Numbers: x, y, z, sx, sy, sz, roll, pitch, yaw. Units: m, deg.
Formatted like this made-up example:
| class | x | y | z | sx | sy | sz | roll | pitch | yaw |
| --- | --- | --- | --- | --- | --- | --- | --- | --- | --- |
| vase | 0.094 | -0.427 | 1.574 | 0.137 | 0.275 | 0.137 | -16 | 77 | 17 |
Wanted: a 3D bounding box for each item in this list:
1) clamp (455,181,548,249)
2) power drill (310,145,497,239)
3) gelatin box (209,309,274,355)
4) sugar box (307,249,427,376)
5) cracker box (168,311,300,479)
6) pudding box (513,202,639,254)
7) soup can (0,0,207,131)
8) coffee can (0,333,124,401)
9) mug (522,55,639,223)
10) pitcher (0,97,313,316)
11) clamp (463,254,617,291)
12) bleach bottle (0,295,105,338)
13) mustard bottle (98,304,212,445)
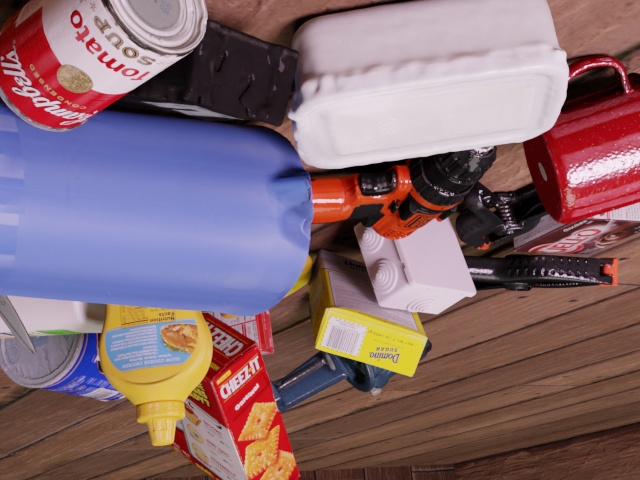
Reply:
| class | x | y | z | sx | sy | sz | roll | pitch | yaw |
| --- | --- | --- | --- | --- | --- | --- | --- | --- | --- |
| clamp | 0.159 | -0.025 | 0.954 | 0.120 | 0.039 | 0.172 | 1 | 161 | -18 |
| power drill | 0.023 | -0.042 | 0.818 | 0.187 | 0.057 | 0.185 | -1 | 162 | -19 |
| gelatin box | -0.097 | 0.097 | 1.191 | 0.089 | 0.073 | 0.030 | -16 | 161 | 26 |
| sugar box | 0.039 | 0.064 | 0.995 | 0.093 | 0.048 | 0.176 | 18 | -168 | -7 |
| cracker box | -0.116 | 0.164 | 1.115 | 0.164 | 0.072 | 0.213 | 26 | 143 | 37 |
| pudding box | 0.248 | -0.018 | 1.008 | 0.089 | 0.039 | 0.114 | 1 | 161 | -24 |
| soup can | -0.115 | -0.105 | 0.549 | 0.102 | 0.068 | 0.068 | -22 | 157 | 40 |
| coffee can | -0.257 | 0.112 | 1.127 | 0.103 | 0.103 | 0.140 | -13 | 162 | 19 |
| mug | 0.189 | -0.070 | 0.735 | 0.081 | 0.093 | 0.117 | -17 | 121 | -1 |
| pitcher | -0.138 | -0.018 | 0.668 | 0.242 | 0.145 | 0.149 | 5 | 120 | -46 |
| clamp | 0.193 | 0.032 | 1.090 | 0.210 | 0.036 | 0.164 | -3 | 171 | 34 |
| bleach bottle | -0.309 | 0.068 | 1.035 | 0.251 | 0.068 | 0.102 | -9 | 172 | 24 |
| mustard bottle | -0.142 | 0.079 | 0.915 | 0.096 | 0.191 | 0.058 | -8 | 163 | 3 |
